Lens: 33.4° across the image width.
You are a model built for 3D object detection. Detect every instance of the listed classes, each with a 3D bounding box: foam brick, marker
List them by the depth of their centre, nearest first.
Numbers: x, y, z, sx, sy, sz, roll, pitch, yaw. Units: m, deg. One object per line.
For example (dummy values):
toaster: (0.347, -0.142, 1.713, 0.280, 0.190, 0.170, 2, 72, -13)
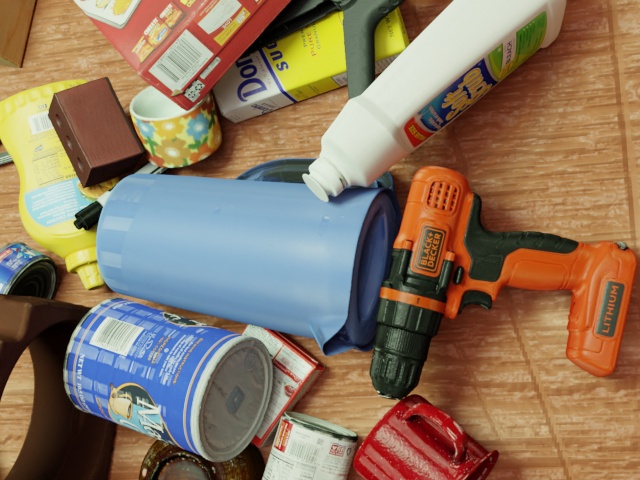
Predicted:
foam brick: (-0.199, -0.094, 0.943, 0.051, 0.053, 0.078, -24, 82, -26)
marker: (-0.171, -0.048, 0.955, 0.020, 0.020, 0.121, 42, 65, 17)

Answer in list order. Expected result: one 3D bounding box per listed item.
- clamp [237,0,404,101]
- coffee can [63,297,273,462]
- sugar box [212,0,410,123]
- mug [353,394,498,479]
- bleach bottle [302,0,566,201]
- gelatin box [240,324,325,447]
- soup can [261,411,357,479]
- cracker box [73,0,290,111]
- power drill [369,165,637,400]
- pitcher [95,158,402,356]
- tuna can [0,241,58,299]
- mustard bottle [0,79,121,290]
clamp: (0.011, -0.203, 0.895, 0.165, 0.036, 0.210, 25, 92, 21)
coffee can: (-0.125, 0.112, 0.878, 0.140, 0.102, 0.103, 13, 86, 29)
sugar box: (-0.015, -0.176, 0.943, 0.176, 0.048, 0.093, -17, 78, 12)
mug: (0.082, 0.169, 0.837, 0.082, 0.117, 0.093, 39, 57, 22)
bleach bottle: (0.086, -0.120, 0.840, 0.250, 0.102, 0.068, -43, 72, -12)
gelatin box: (-0.051, 0.122, 0.922, 0.073, 0.030, 0.089, 36, 94, 19)
soup can: (-0.015, 0.200, 0.881, 0.069, 0.068, 0.102, 16, 87, 18)
cracker box: (-0.121, -0.229, 0.927, 0.164, 0.072, 0.214, -48, 44, 5)
power drill: (0.140, 0.049, 0.830, 0.187, 0.057, 0.184, 14, 88, -5)
pitcher: (-0.056, 0.001, 0.899, 0.243, 0.149, 0.145, 8, 100, 20)
tuna can: (-0.277, 0.047, 0.970, 0.034, 0.086, 0.086, 25, 90, 16)
mustard bottle: (-0.230, -0.047, 0.981, 0.096, 0.058, 0.191, -16, 78, -6)
